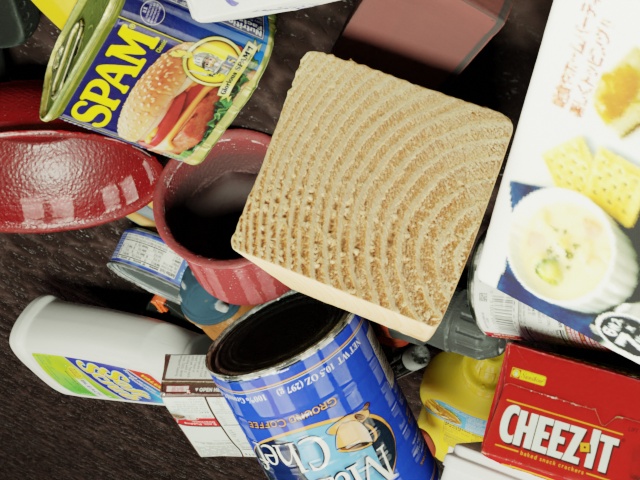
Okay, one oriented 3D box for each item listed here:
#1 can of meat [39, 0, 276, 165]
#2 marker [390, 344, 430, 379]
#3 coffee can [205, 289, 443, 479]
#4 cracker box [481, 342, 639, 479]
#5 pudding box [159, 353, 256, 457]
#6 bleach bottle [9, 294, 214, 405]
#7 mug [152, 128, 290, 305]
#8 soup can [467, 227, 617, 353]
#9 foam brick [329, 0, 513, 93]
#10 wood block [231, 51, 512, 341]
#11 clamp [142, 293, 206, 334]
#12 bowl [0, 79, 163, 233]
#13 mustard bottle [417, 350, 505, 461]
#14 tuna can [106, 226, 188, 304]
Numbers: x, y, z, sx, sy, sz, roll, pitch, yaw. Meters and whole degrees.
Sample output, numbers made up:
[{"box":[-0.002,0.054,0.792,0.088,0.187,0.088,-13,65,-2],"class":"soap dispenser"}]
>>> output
[{"box":[-0.081,-0.091,0.529,0.083,0.057,0.102,18,137,-26],"class":"can of meat"},{"box":[0.058,0.108,0.880,0.020,0.020,0.121,28,155,-9],"class":"marker"},{"box":[0.004,0.112,0.669,0.103,0.102,0.140,-5,118,45],"class":"coffee can"},{"box":[0.197,0.117,0.633,0.164,0.072,0.213,14,178,21],"class":"cracker box"},{"box":[-0.065,0.129,0.823,0.090,0.039,0.113,-2,145,13],"class":"pudding box"},{"box":[-0.156,0.100,0.925,0.251,0.068,0.102,0,139,41],"class":"bleach bottle"},{"box":[-0.057,-0.018,0.670,0.117,0.093,0.081,48,169,23],"class":"mug"},{"box":[0.142,0.026,0.594,0.102,0.068,0.068,5,149,36],"class":"soup can"},{"box":[0.046,-0.102,0.446,0.051,0.053,0.078,27,154,-7],"class":"foam brick"},{"box":[0.029,-0.010,0.519,0.091,0.090,0.206,20,175,7],"class":"wood block"},{"box":[-0.116,0.098,0.990,0.165,0.036,0.210,10,149,31],"class":"clamp"},{"box":[-0.182,-0.057,0.680,0.162,0.055,0.162,-7,161,-3],"class":"bowl"},{"box":[0.123,0.123,0.807,0.096,0.058,0.191,18,154,13],"class":"mustard bottle"},{"box":[-0.120,0.022,0.830,0.086,0.033,0.086,22,167,5],"class":"tuna can"}]
